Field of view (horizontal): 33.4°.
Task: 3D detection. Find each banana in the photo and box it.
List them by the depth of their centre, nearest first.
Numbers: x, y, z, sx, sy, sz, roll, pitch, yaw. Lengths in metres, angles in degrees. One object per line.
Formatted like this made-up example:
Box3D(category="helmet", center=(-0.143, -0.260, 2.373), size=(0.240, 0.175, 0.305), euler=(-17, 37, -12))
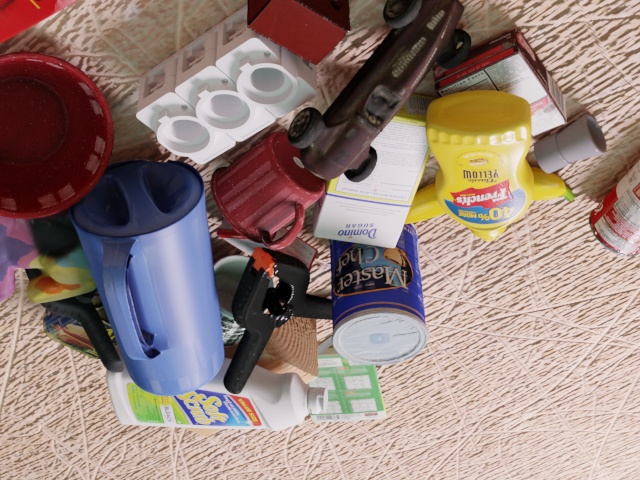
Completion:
Box3D(category="banana", center=(0.174, -0.048, 1.134), size=(0.198, 0.037, 0.069), euler=(-5, 141, 5))

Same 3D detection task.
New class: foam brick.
Box3D(category="foam brick", center=(-0.019, -0.200, 0.927), size=(0.078, 0.053, 0.051), euler=(24, 135, -29))

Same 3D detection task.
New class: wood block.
Box3D(category="wood block", center=(-0.107, 0.161, 1.347), size=(0.206, 0.090, 0.090), euler=(-32, 133, 33))

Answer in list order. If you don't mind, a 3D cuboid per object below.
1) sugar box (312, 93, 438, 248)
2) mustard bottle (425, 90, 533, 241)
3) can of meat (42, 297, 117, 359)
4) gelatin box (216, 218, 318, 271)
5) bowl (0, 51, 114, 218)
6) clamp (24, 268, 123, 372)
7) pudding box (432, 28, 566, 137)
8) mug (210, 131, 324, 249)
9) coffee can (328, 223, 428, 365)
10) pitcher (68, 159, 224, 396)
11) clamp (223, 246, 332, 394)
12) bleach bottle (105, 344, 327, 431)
Box3D(category="sugar box", center=(0.054, -0.072, 1.085), size=(0.093, 0.048, 0.176), euler=(9, 136, -10))
Box3D(category="mustard bottle", center=(0.159, -0.062, 1.041), size=(0.096, 0.058, 0.191), euler=(-1, 144, 12))
Box3D(category="can of meat", center=(-0.271, 0.096, 1.289), size=(0.084, 0.057, 0.102), euler=(-28, 134, 33))
Box3D(category="gelatin box", center=(-0.058, 0.002, 1.172), size=(0.089, 0.030, 0.073), euler=(34, 161, -36))
Box3D(category="bowl", center=(-0.280, -0.104, 1.007), size=(0.162, 0.055, 0.162), euler=(-8, 115, -18))
Box3D(category="clamp", center=(-0.266, 0.071, 1.207), size=(0.171, 0.120, 0.039), euler=(25, 143, -9))
Box3D(category="pudding box", center=(0.172, -0.140, 1.019), size=(0.090, 0.039, 0.113), euler=(-21, 135, 27))
Box3D(category="mug", center=(-0.047, -0.047, 1.072), size=(0.082, 0.117, 0.093), euler=(-36, 143, 29))
Box3D(category="coffee can", center=(0.062, 0.051, 1.173), size=(0.103, 0.140, 0.103), euler=(-1, 141, -1))
Box3D(category="pitcher", center=(-0.171, 0.051, 1.099), size=(0.149, 0.145, 0.243), euler=(-30, 134, -27))
Box3D(category="clamp", center=(-0.041, 0.070, 1.151), size=(0.164, 0.036, 0.210), euler=(-32, 149, -22))
Box3D(category="bleach bottle", center=(-0.118, 0.175, 1.250), size=(0.251, 0.068, 0.102), euler=(2, 127, 10))
